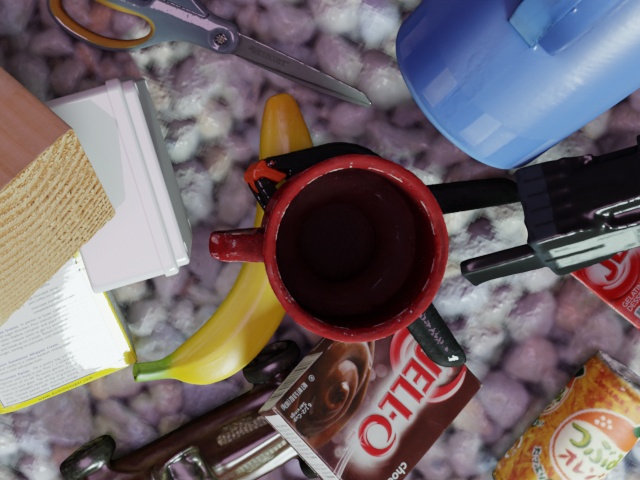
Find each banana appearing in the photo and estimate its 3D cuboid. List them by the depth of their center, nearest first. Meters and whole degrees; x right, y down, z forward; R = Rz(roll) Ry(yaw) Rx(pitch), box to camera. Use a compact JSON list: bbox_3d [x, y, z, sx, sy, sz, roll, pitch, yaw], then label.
[{"bbox_3d":[-0.041,0.011,0.650,0.069,0.037,0.198,25,92,-28],"label":"banana"}]

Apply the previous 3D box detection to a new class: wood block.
[{"bbox_3d":[-0.209,-0.062,0.518,0.206,0.091,0.090,39,75,17],"label":"wood block"}]

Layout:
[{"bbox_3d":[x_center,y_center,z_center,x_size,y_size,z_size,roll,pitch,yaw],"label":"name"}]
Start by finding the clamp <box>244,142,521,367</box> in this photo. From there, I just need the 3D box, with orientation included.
[{"bbox_3d":[0.041,-0.015,0.630,0.171,0.039,0.120,33,73,-15],"label":"clamp"}]

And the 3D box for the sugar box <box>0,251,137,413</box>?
[{"bbox_3d":[-0.182,0.012,0.624,0.093,0.048,0.176,-21,119,-6],"label":"sugar box"}]

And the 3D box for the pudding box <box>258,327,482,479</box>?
[{"bbox_3d":[0.031,0.095,0.649,0.090,0.039,0.113,48,69,-7],"label":"pudding box"}]

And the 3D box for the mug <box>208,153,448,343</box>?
[{"bbox_3d":[0.000,0.002,0.560,0.117,0.081,0.093,-4,96,-9],"label":"mug"}]

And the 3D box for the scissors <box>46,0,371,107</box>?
[{"bbox_3d":[-0.063,-0.139,0.624,0.202,0.016,0.096,11,118,5],"label":"scissors"}]

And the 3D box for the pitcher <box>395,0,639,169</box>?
[{"bbox_3d":[0.148,-0.141,0.531,0.149,0.145,0.243,21,134,-34],"label":"pitcher"}]
